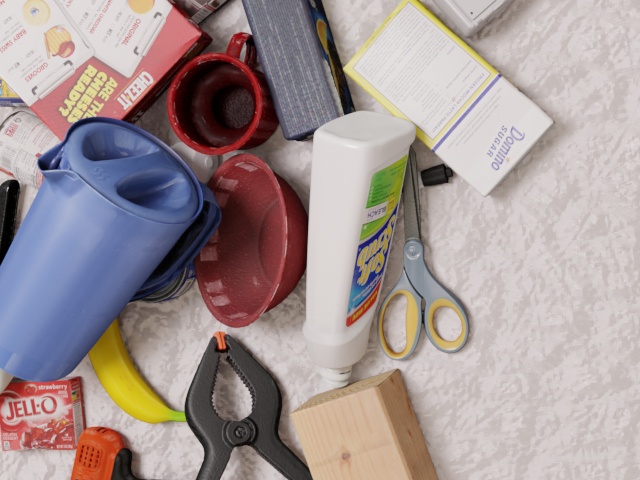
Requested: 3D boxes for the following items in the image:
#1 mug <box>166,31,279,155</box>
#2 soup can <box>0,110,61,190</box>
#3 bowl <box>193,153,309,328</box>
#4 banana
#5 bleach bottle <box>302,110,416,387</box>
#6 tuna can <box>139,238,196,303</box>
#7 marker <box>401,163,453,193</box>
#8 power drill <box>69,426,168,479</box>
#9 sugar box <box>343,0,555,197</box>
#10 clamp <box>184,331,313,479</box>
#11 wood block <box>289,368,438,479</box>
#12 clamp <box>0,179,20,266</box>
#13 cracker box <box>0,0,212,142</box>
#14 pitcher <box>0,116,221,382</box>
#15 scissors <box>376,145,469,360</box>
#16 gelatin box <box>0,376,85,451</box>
[{"bbox_3d":[-0.083,-0.138,1.006,0.093,0.081,0.117,15,98,15],"label":"mug"},{"bbox_3d":[-0.270,-0.081,1.071,0.102,0.068,0.068,25,100,13],"label":"soup can"},{"bbox_3d":[-0.057,0.001,0.998,0.162,0.055,0.162,-6,82,53],"label":"bowl"},{"bbox_3d":[-0.203,0.109,1.082,0.069,0.037,0.198,-29,86,2],"label":"banana"},{"bbox_3d":[0.028,0.016,0.972,0.068,0.102,0.251,18,117,28],"label":"bleach bottle"},{"bbox_3d":[-0.165,0.019,1.064,0.086,0.033,0.086,1,94,16],"label":"tuna can"},{"bbox_3d":[0.065,-0.050,1.001,0.121,0.020,0.020,-14,90,17],"label":"marker"},{"bbox_3d":[-0.178,0.297,1.073,0.188,0.057,0.184,14,97,15],"label":"power drill"},{"bbox_3d":[0.117,-0.131,0.968,0.176,0.048,0.093,43,104,6],"label":"sugar box"},{"bbox_3d":[-0.086,0.193,1.022,0.164,0.036,0.210,-17,76,-14],"label":"clamp"},{"bbox_3d":[0.058,0.235,0.985,0.091,0.090,0.206,-20,88,17],"label":"wood block"},{"bbox_3d":[-0.333,0.022,1.111,0.172,0.039,0.120,-37,80,15],"label":"clamp"},{"bbox_3d":[-0.233,-0.206,0.995,0.164,0.072,0.213,-44,90,9],"label":"cracker box"},{"bbox_3d":[-0.211,0.018,0.979,0.149,0.144,0.243,37,119,-2],"label":"pitcher"},{"bbox_3d":[0.104,0.020,0.987,0.096,0.016,0.202,14,103,10],"label":"scissors"},{"bbox_3d":[-0.292,0.181,1.113,0.089,0.030,0.073,-4,92,16],"label":"gelatin box"}]
